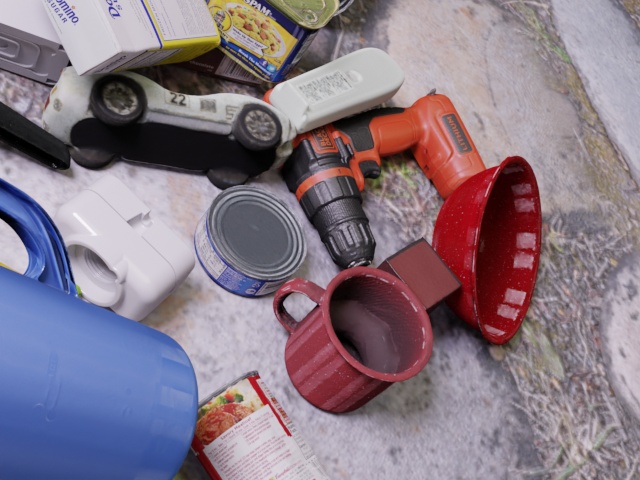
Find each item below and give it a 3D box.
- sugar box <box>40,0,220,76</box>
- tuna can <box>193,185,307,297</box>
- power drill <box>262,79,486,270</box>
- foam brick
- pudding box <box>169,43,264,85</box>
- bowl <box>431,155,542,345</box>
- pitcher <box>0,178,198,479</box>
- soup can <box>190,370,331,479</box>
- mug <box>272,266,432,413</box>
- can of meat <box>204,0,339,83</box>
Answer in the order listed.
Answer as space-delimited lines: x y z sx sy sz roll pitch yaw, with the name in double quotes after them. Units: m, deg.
-0.143 -0.177 0.800 0.093 0.048 0.176 64 24 -3 "sugar box"
-0.056 0.001 0.841 0.086 0.034 0.086 16 53 -22 "tuna can"
0.055 -0.063 0.937 0.187 0.057 0.184 -7 64 -35 "power drill"
0.064 0.044 0.857 0.051 0.078 0.053 -30 76 -41 "foam brick"
-0.098 -0.191 0.942 0.113 0.039 0.090 13 54 -24 "pudding box"
0.138 0.006 0.911 0.161 0.055 0.162 -17 110 -59 "bowl"
-0.180 0.060 0.554 0.242 0.149 0.145 26 25 -45 "pitcher"
-0.043 0.149 0.726 0.068 0.069 0.102 -27 76 -41 "soup can"
0.015 0.072 0.803 0.117 0.082 0.093 34 48 -8 "mug"
-0.048 -0.190 0.887 0.102 0.084 0.057 37 49 -3 "can of meat"
